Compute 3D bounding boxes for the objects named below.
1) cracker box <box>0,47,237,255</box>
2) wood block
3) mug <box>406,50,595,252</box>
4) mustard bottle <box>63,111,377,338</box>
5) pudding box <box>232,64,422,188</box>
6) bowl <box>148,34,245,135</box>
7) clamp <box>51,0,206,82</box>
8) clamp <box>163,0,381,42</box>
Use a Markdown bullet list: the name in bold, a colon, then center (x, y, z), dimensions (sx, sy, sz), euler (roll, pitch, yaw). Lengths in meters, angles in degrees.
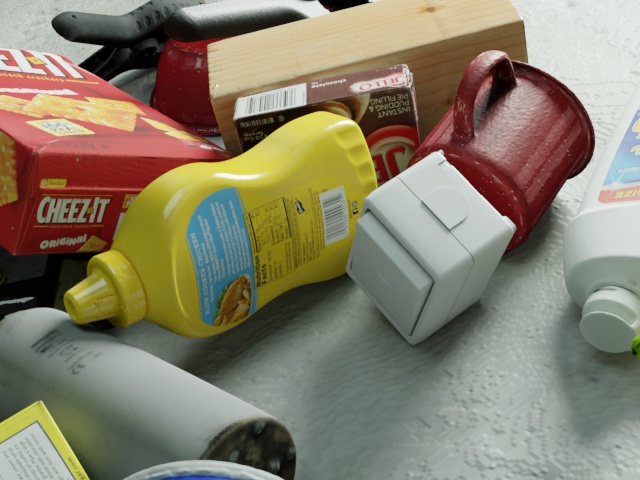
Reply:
- **cracker box**: center (-0.179, -0.066, 0.692), dimensions (0.214, 0.072, 0.163), euler (31, 21, 36)
- **wood block**: center (0.033, -0.104, 0.735), dimensions (0.206, 0.090, 0.091), euler (-14, 35, 3)
- **mug**: center (0.101, -0.055, 0.626), dimensions (0.093, 0.117, 0.081), euler (18, 52, 31)
- **mustard bottle**: center (-0.054, 0.001, 0.595), dimensions (0.191, 0.096, 0.058), euler (-26, 34, -32)
- **pudding box**: center (0.009, -0.057, 0.679), dimensions (0.113, 0.090, 0.039), euler (-9, 34, 8)
- **bowl**: center (-0.068, -0.151, 0.863), dimensions (0.162, 0.055, 0.162), euler (-10, 37, 7)
- **clamp**: center (-0.158, -0.170, 0.885), dimensions (0.171, 0.120, 0.039), euler (-32, 83, -23)
- **clamp**: center (-0.026, -0.195, 0.825), dimensions (0.209, 0.036, 0.164), euler (8, 50, -25)
